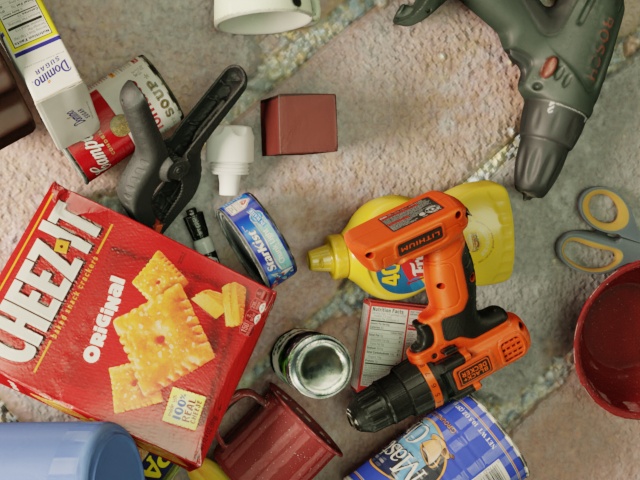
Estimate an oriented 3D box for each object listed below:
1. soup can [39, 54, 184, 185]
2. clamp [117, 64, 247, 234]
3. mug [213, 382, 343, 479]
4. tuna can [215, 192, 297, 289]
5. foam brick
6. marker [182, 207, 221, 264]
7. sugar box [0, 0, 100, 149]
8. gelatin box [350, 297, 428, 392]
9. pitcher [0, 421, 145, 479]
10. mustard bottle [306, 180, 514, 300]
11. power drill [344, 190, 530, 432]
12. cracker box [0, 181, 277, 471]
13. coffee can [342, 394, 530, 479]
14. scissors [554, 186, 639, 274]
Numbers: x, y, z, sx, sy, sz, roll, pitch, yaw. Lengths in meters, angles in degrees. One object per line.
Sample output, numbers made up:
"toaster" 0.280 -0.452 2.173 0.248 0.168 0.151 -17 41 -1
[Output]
"soup can" -0.176 -0.103 0.906 0.102 0.069 0.068 -35 102 -10
"clamp" -0.120 -0.076 0.900 0.120 0.172 0.039 -18 54 -31
"mug" -0.048 0.180 0.948 0.081 0.093 0.117 -45 115 -2
"tuna can" -0.056 0.001 0.935 0.033 0.086 0.086 -32 101 -11
"foam brick" -0.020 -0.101 0.940 0.053 0.078 0.051 -3 94 -14
"marker" -0.096 0.028 0.961 0.020 0.020 0.121 -21 99 -12
"sugar box" -0.232 -0.167 0.841 0.048 0.093 0.176 -29 76 -11
"gelatin box" 0.072 0.101 1.004 0.073 0.030 0.089 7 93 -13
"pitcher" -0.262 0.211 0.832 0.243 0.149 0.145 -6 69 15
"mustard bottle" 0.081 0.004 0.983 0.191 0.058 0.096 -9 107 -13
"power drill" 0.085 0.064 0.939 0.184 0.057 0.187 -27 118 -12
"cracker box" -0.164 0.072 0.887 0.213 0.072 0.164 27 70 -7
"coffee can" 0.106 0.219 0.984 0.140 0.103 0.103 -36 102 -9
"scissors" 0.329 -0.003 1.067 0.201 0.016 0.096 2 94 -14
